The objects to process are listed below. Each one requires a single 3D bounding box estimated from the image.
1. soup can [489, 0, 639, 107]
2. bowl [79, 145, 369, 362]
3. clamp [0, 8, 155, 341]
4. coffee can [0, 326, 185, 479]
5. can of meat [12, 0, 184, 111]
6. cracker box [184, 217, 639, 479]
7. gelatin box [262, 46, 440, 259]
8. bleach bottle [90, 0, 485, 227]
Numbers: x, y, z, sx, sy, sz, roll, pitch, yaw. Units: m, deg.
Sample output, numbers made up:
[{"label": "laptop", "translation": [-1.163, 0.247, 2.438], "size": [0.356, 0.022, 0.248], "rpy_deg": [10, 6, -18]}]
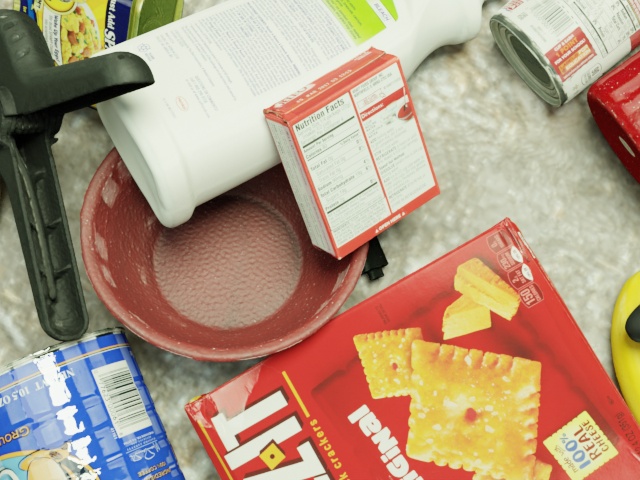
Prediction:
[{"label": "soup can", "translation": [0.157, -0.134, 0.612], "size": [0.102, 0.068, 0.068], "rpy_deg": [-39, 82, 2]}, {"label": "bowl", "translation": [-0.054, 0.001, 0.616], "size": [0.162, 0.055, 0.162], "rpy_deg": [1, 65, -2]}, {"label": "clamp", "translation": [-0.156, -0.072, 0.579], "size": [0.210, 0.036, 0.165], "rpy_deg": [52, 129, 33]}, {"label": "coffee can", "translation": [-0.132, 0.133, 0.604], "size": [0.103, 0.103, 0.140], "rpy_deg": [-24, 83, 4]}, {"label": "can of meat", "translation": [-0.133, -0.128, 0.633], "size": [0.084, 0.057, 0.102], "rpy_deg": [23, 126, 10]}, {"label": "cracker box", "translation": [0.056, 0.109, 0.601], "size": [0.214, 0.072, 0.164], "rpy_deg": [-30, 82, 4]}, {"label": "gelatin box", "translation": [0.018, -0.046, 0.566], "size": [0.073, 0.030, 0.089], "rpy_deg": [-33, 122, -19]}, {"label": "bleach bottle", "translation": [0.003, -0.105, 0.603], "size": [0.250, 0.068, 0.103], "rpy_deg": [-26, 66, -16]}]
